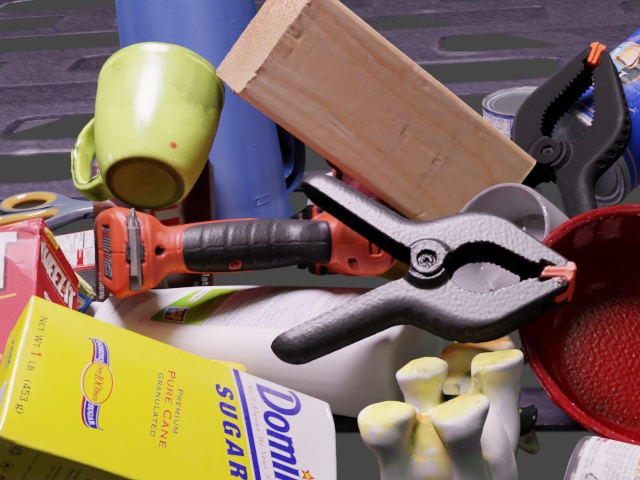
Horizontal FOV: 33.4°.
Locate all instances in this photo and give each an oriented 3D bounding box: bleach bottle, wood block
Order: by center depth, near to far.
[{"bbox_3d":[-0.052,0.063,0.711,0.251,0.068,0.102,4,21,26],"label":"bleach bottle"},{"bbox_3d":[0.039,-0.088,0.761,0.090,0.206,0.091,-53,24,5],"label":"wood block"}]

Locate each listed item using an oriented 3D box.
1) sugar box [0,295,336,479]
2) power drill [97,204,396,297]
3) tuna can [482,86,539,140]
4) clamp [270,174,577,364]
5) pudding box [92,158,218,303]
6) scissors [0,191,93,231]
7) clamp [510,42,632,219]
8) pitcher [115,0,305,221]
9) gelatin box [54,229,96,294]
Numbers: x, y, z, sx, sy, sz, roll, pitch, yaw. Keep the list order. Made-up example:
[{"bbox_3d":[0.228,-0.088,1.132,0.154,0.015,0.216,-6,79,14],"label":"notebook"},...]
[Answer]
[{"bbox_3d":[-0.076,0.100,0.537,0.176,0.048,0.093,20,38,-19],"label":"sugar box"},{"bbox_3d":[-0.055,0.001,0.729,0.187,0.057,0.185,-5,1,-15],"label":"power drill"},{"bbox_3d":[0.206,-0.125,1.072,0.086,0.034,0.086,-5,26,2],"label":"tuna can"},{"bbox_3d":[0.054,0.027,0.605,0.172,0.039,0.120,10,70,19],"label":"clamp"},{"bbox_3d":[-0.125,-0.007,0.814,0.090,0.113,0.039,-5,-10,4],"label":"pudding box"},{"bbox_3d":[-0.214,-0.036,0.996,0.201,0.016,0.096,-14,27,-17],"label":"scissors"},{"bbox_3d":[0.169,-0.057,0.821,0.165,0.036,0.210,9,70,35],"label":"clamp"},{"bbox_3d":[-0.094,-0.123,0.894,0.145,0.243,0.149,-5,19,3],"label":"pitcher"},{"bbox_3d":[-0.214,0.023,0.860,0.089,0.030,0.073,-9,25,-8],"label":"gelatin box"}]
